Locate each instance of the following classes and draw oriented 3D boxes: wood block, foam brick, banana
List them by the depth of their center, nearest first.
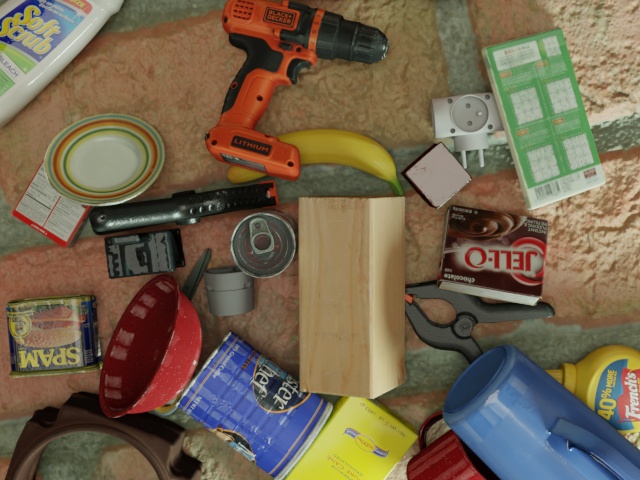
[{"bbox_3d":[0.034,0.055,1.143,0.090,0.090,0.206,2,95,26],"label":"wood block"},{"bbox_3d":[0.124,-0.070,1.148,0.051,0.078,0.053,-41,91,3],"label":"foam brick"},{"bbox_3d":[-0.003,-0.089,1.173,0.198,0.037,0.069,5,94,2],"label":"banana"}]

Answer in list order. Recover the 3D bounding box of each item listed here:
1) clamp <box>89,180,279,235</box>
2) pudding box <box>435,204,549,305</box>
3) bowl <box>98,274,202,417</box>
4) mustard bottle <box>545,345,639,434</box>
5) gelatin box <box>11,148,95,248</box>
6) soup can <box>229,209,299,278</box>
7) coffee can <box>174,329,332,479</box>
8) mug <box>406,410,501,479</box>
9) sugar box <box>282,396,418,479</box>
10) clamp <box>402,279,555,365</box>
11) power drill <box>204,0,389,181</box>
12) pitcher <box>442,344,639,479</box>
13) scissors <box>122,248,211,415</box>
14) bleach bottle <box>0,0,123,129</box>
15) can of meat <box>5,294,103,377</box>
[{"bbox_3d":[-0.148,-0.034,1.133,0.210,0.164,0.036,-10,92,-5],"label":"clamp"},{"bbox_3d":[0.187,0.016,1.155,0.113,0.039,0.090,9,69,3],"label":"pudding box"},{"bbox_3d":[-0.173,0.120,1.140,0.055,0.162,0.162,27,95,-27],"label":"bowl"},{"bbox_3d":[0.337,0.164,1.164,0.191,0.058,0.096,9,99,2],"label":"mustard bottle"},{"bbox_3d":[-0.290,-0.047,1.194,0.073,0.030,0.089,32,94,1],"label":"gelatin box"},{"bbox_3d":[-0.058,0.001,1.149,0.068,0.102,0.068,0,94,3],"label":"soup can"},{"bbox_3d":[-0.072,0.179,1.162,0.140,0.103,0.103,37,95,0],"label":"coffee can"},{"bbox_3d":[0.143,0.243,1.164,0.082,0.093,0.117,-41,56,23],"label":"mug"},{"bbox_3d":[0.019,0.256,1.190,0.093,0.048,0.176,35,93,-6],"label":"sugar box"},{"bbox_3d":[0.161,0.103,1.178,0.171,0.039,0.120,18,90,7],"label":"clamp"},{"bbox_3d":[-0.034,-0.163,1.141,0.184,0.057,0.187,14,78,9],"label":"power drill"},{"bbox_3d":[0.251,0.222,1.105,0.243,0.145,0.149,42,117,-6],"label":"pitcher"},{"bbox_3d":[-0.158,0.114,1.205,0.096,0.016,0.202,42,95,1],"label":"scissors"},{"bbox_3d":[-0.303,-0.240,1.166,0.251,0.068,0.102,-45,91,3],"label":"bleach bottle"},{"bbox_3d":[-0.298,0.105,1.192,0.102,0.057,0.084,-4,92,3],"label":"can of meat"}]
